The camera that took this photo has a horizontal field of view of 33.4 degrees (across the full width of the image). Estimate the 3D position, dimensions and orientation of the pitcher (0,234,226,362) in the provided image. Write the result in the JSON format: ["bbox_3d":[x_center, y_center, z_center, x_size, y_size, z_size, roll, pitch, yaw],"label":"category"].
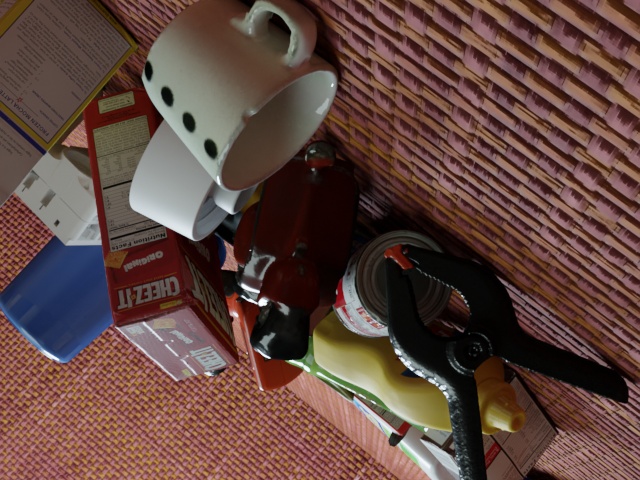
[{"bbox_3d":[-0.231,0.025,1.199,0.149,0.243,0.145,44,174,16],"label":"pitcher"}]

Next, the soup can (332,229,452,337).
[{"bbox_3d":[0.048,0.032,0.740,0.068,0.068,0.102,40,169,-1],"label":"soup can"}]

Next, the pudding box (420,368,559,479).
[{"bbox_3d":[0.143,0.162,0.887,0.039,0.090,0.113,28,163,44],"label":"pudding box"}]

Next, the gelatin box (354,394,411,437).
[{"bbox_3d":[0.073,0.151,1.125,0.089,0.073,0.030,38,169,9],"label":"gelatin box"}]

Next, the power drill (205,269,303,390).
[{"bbox_3d":[-0.092,0.083,1.089,0.188,0.057,0.184,25,133,50],"label":"power drill"}]

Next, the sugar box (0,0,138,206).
[{"bbox_3d":[-0.227,-0.114,0.793,0.093,0.176,0.048,46,168,-32],"label":"sugar box"}]

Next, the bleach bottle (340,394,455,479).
[{"bbox_3d":[0.081,0.212,1.391,0.251,0.068,0.102,36,169,33],"label":"bleach bottle"}]

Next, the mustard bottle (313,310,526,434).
[{"bbox_3d":[0.085,0.101,0.833,0.192,0.096,0.058,27,126,49],"label":"mustard bottle"}]

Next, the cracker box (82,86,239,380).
[{"bbox_3d":[-0.137,-0.004,0.942,0.164,0.072,0.214,64,-169,-65],"label":"cracker box"}]

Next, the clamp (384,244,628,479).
[{"bbox_3d":[0.106,0.066,0.664,0.171,0.120,0.039,60,180,1],"label":"clamp"}]
